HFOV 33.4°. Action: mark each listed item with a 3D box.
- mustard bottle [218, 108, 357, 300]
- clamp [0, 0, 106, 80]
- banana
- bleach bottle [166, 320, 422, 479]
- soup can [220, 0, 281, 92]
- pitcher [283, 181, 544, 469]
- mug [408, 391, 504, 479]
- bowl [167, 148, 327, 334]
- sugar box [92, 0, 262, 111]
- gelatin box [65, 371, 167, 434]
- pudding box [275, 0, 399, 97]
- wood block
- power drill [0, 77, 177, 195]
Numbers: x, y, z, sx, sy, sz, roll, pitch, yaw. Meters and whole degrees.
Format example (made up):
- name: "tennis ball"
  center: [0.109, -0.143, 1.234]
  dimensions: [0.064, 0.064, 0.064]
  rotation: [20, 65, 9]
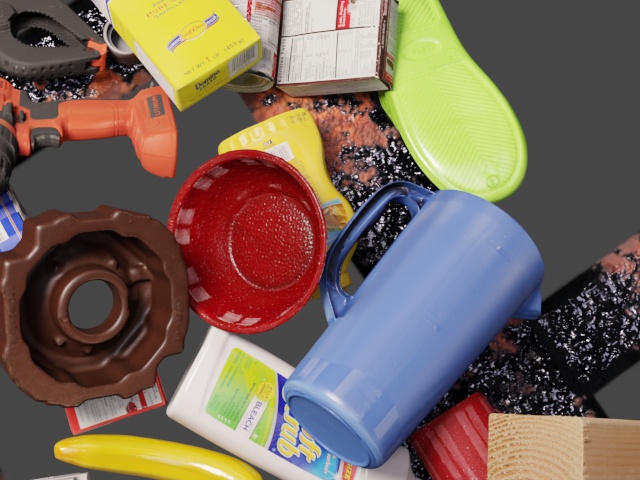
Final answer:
- name: "mustard bottle"
  center: [-0.018, -0.020, 1.003]
  dimensions: [0.096, 0.058, 0.191]
  rotation: [-23, 85, 0]
- name: "clamp"
  center: [-0.302, -0.191, 0.976]
  dimensions: [0.210, 0.036, 0.164]
  rotation: [22, 59, -1]
- name: "banana"
  center: [-0.134, 0.199, 0.951]
  dimensions: [0.198, 0.069, 0.037]
  rotation: [12, 84, 2]
- name: "bleach bottle"
  center: [-0.009, 0.173, 0.976]
  dimensions: [0.250, 0.068, 0.102]
  rotation: [28, 74, -6]
- name: "soup can"
  center: [-0.073, -0.200, 1.018]
  dimensions: [0.068, 0.068, 0.102]
  rotation: [6, 81, -7]
- name: "pitcher"
  center: [0.072, 0.071, 0.941]
  dimensions: [0.149, 0.145, 0.242]
  rotation: [22, 58, 38]
- name: "mug"
  center: [0.143, 0.189, 0.985]
  dimensions: [0.117, 0.093, 0.081]
  rotation: [-22, 74, -44]
- name: "bowl"
  center: [-0.056, 0.001, 0.950]
  dimensions: [0.162, 0.055, 0.162]
  rotation: [0, 89, 26]
- name: "sugar box"
  center: [-0.140, -0.211, 0.967]
  dimensions: [0.093, 0.048, 0.176]
  rotation: [-35, 74, -15]
- name: "gelatin box"
  center: [-0.192, 0.128, 0.973]
  dimensions: [0.089, 0.030, 0.073]
  rotation: [-18, 83, -11]
- name: "pudding box"
  center: [0.015, -0.187, 1.019]
  dimensions: [0.114, 0.039, 0.090]
  rotation: [0, 81, 29]
- name: "wood block"
  center: [0.239, 0.201, 0.934]
  dimensions: [0.205, 0.090, 0.091]
  rotation: [13, 76, -47]
- name: "power drill"
  center: [-0.223, -0.091, 0.941]
  dimensions: [0.187, 0.184, 0.057]
  rotation: [0, 124, -14]
